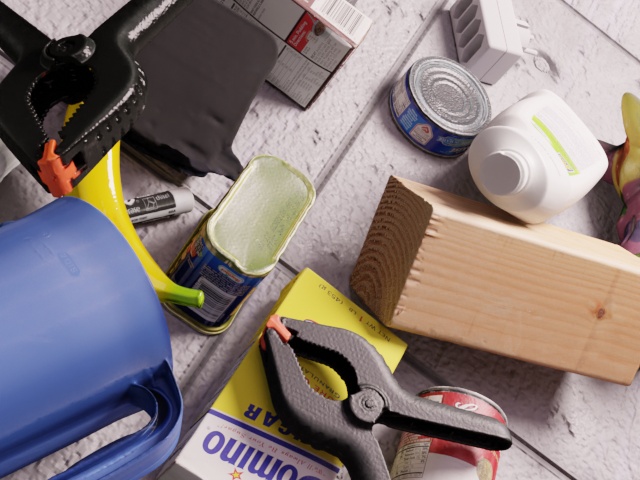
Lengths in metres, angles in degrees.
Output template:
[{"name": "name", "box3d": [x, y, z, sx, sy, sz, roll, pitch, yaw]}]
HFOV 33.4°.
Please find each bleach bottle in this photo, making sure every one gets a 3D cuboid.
[{"name": "bleach bottle", "box3d": [0.159, -0.066, 0.821, 0.102, 0.068, 0.250, 50, 21, 9]}]

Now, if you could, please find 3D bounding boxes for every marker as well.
[{"name": "marker", "box3d": [-0.141, -0.016, 0.719, 0.120, 0.020, 0.020, -16, 70, -36]}]

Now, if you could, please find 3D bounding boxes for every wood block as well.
[{"name": "wood block", "box3d": [0.139, 0.031, 0.783, 0.205, 0.091, 0.090, 16, 13, -21]}]

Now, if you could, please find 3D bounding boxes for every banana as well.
[{"name": "banana", "box3d": [-0.133, -0.037, 0.687, 0.069, 0.037, 0.198, -16, 74, -10]}]

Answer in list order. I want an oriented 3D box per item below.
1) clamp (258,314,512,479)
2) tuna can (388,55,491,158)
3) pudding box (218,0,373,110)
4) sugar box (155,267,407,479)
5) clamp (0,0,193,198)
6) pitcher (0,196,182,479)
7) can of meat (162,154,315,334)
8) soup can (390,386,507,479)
[{"name": "clamp", "box3d": [0.024, 0.117, 0.653, 0.171, 0.039, 0.120, 33, 50, 7]}, {"name": "tuna can", "box3d": [0.104, -0.115, 0.913, 0.086, 0.034, 0.086, 15, 55, -22]}, {"name": "pudding box", "box3d": [-0.029, -0.167, 0.833, 0.113, 0.090, 0.039, 37, 51, -6]}, {"name": "sugar box", "box3d": [-0.020, 0.109, 0.692, 0.093, 0.048, 0.176, 37, 48, -4]}, {"name": "clamp", "box3d": [-0.141, -0.110, 0.656, 0.164, 0.036, 0.210, -14, 45, 0]}, {"name": "pitcher", "box3d": [-0.200, 0.084, 0.548, 0.242, 0.149, 0.145, -27, 102, -35]}, {"name": "can of meat", "box3d": [-0.055, 0.001, 0.715, 0.057, 0.084, 0.102, 35, 50, -6]}, {"name": "soup can", "box3d": [0.081, 0.157, 0.706, 0.068, 0.069, 0.102, 30, 51, -11]}]
